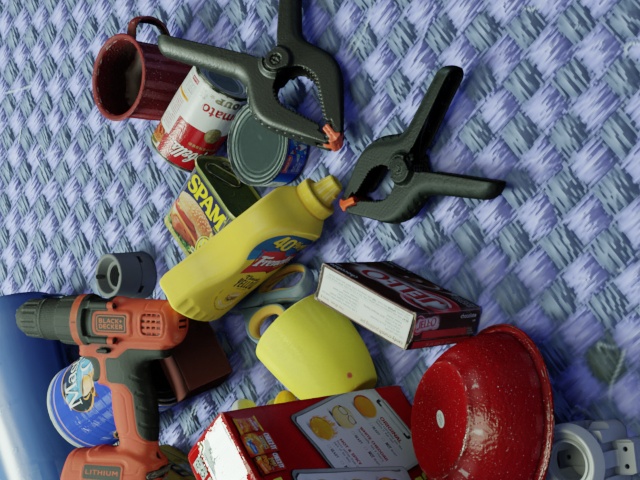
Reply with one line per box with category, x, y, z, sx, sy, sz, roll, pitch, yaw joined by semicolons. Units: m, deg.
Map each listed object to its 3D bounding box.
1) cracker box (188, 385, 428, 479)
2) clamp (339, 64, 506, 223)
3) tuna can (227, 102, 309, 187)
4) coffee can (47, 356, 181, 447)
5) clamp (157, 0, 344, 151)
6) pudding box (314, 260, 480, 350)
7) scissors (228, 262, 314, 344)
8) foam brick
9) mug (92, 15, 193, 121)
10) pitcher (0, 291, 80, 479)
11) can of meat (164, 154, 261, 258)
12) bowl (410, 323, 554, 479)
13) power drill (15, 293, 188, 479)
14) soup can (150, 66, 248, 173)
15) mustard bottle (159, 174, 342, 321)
cracker box;0.018;0.211;0.866;0.072;0.213;0.164;-51;57;31
clamp;0.086;-0.057;0.928;0.172;0.039;0.120;-43;57;40
tuna can;-0.052;-0.096;1.060;0.086;0.033;0.086;-1;88;43
coffee can;-0.217;0.157;1.162;0.141;0.102;0.103;-35;66;37
clamp;-0.035;-0.176;1.022;0.164;0.036;0.210;-42;72;-3
pudding box;0.065;0.053;0.910;0.114;0.089;0.039;25;106;41
scissors;-0.082;0.079;1.073;0.202;0.016;0.096;-26;40;39
foam brick;-0.134;0.119;1.103;0.078;0.052;0.051;63;152;14
mug;-0.187;-0.184;1.154;0.093;0.081;0.117;1;90;43
pitcher;-0.343;0.187;1.273;0.149;0.144;0.243;-39;67;50
can of meat;-0.107;-0.023;1.095;0.102;0.057;0.084;54;125;29
bowl;0.116;0.143;0.841;0.162;0.055;0.162;-172;90;-68
power drill;-0.218;0.146;1.055;0.185;0.057;0.188;0;93;20
soup can;-0.123;-0.129;1.103;0.102;0.068;0.068;-53;56;28
mustard bottle;-0.056;0.002;1.014;0.192;0.096;0.058;-38;67;17
